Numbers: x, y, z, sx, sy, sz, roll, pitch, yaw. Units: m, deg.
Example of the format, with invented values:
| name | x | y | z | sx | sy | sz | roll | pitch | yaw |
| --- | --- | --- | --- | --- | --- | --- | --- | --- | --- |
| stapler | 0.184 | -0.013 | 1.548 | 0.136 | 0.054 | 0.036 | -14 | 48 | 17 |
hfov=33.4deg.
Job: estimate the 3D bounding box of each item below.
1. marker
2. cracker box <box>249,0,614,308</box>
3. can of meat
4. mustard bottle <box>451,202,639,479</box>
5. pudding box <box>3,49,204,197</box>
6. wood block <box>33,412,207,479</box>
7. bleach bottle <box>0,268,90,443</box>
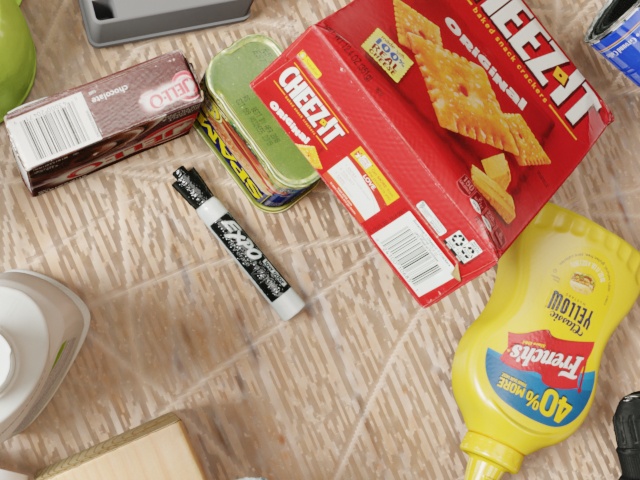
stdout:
| name | x | y | z | sx | sy | sz | roll | pitch | yaw |
| --- | --- | --- | --- | --- | --- | --- | --- | --- | --- |
| marker | -0.055 | 0.001 | 0.692 | 0.020 | 0.020 | 0.121 | -40 | 93 | -15 |
| cracker box | 0.080 | -0.084 | 0.656 | 0.164 | 0.072 | 0.213 | 52 | 43 | -3 |
| can of meat | -0.035 | -0.072 | 0.672 | 0.057 | 0.084 | 0.102 | -37 | 93 | -15 |
| mustard bottle | 0.140 | 0.077 | 0.708 | 0.096 | 0.058 | 0.191 | 29 | 78 | -13 |
| pudding box | -0.131 | -0.069 | 0.647 | 0.113 | 0.090 | 0.039 | -22 | 87 | -14 |
| wood block | -0.085 | 0.214 | 0.622 | 0.090 | 0.090 | 0.206 | -23 | 89 | -14 |
| bleach bottle | -0.161 | 0.055 | 0.540 | 0.068 | 0.251 | 0.102 | 29 | 77 | -8 |
